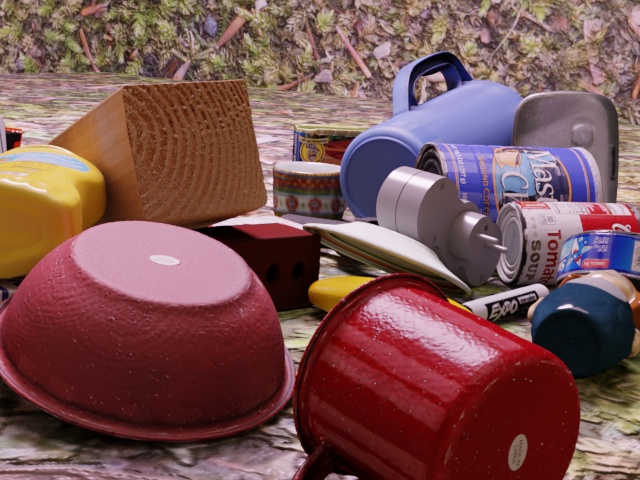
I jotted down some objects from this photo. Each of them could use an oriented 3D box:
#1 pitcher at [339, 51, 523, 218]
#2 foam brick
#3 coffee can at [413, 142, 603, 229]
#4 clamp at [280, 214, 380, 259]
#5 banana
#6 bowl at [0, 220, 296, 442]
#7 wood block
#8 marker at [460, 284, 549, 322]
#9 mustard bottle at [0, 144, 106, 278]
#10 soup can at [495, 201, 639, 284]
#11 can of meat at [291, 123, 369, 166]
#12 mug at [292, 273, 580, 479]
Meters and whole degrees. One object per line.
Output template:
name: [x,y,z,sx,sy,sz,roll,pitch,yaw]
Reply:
pitcher: [0.118,-0.093,1.093,0.149,0.145,0.242,34,29,19]
foam brick: [-0.046,0.018,0.740,0.078,0.053,0.051,-6,15,-38]
coffee can: [0.159,-0.032,0.929,0.140,0.103,0.103,1,12,-11]
clamp: [0.048,-0.002,0.913,0.120,0.039,0.172,-7,13,-26]
banana: [0.052,0.050,0.651,0.069,0.037,0.198,1,12,-18]
bowl: [-0.085,0.034,0.546,0.162,0.055,0.162,12,23,-5]
wood block: [-0.130,-0.046,0.772,0.090,0.090,0.206,-9,-3,-31]
marker: [0.119,0.047,0.735,0.020,0.020,0.120,14,15,42]
mustard bottle: [-0.187,-0.026,0.673,0.096,0.058,0.191,-1,13,-2]
soup can: [0.198,0.003,0.856,0.102,0.068,0.068,1,12,-11]
can of meat: [0.016,-0.085,1.198,0.102,0.084,0.057,2,11,-8]
mug: [0.040,0.076,0.426,0.117,0.093,0.082,-37,35,-22]
